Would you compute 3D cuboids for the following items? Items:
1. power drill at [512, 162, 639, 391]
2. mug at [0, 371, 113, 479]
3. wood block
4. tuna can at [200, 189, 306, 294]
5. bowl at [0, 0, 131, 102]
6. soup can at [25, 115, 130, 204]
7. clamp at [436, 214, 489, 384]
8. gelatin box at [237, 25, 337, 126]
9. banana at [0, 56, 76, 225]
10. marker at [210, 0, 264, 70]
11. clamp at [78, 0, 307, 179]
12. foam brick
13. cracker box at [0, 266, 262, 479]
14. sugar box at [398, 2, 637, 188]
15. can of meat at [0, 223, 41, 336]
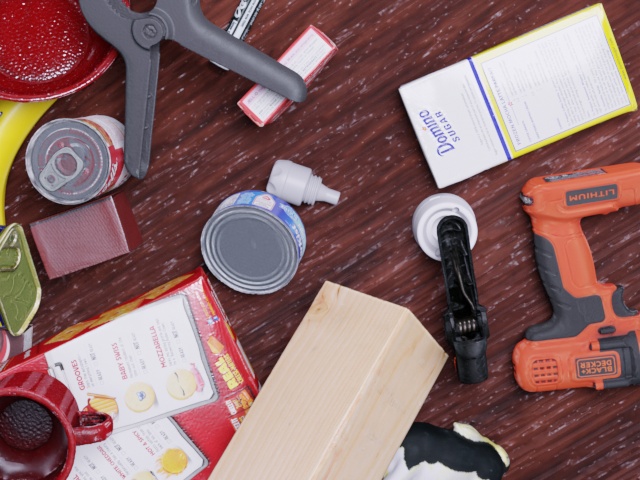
[{"bbox_3d":[0.247,0.033,0.896,0.184,0.057,0.187,-8,98,4],"label":"power drill"},{"bbox_3d":[-0.220,0.148,0.830,0.117,0.081,0.093,-7,98,-4],"label":"mug"},{"bbox_3d":[0.005,0.150,0.860,0.091,0.090,0.206,17,69,40],"label":"wood block"},{"bbox_3d":[-0.056,0.001,0.906,0.086,0.033,0.086,7,121,12],"label":"tuna can"},{"bbox_3d":[-0.237,-0.181,0.877,0.162,0.055,0.162,2,76,-8],"label":"bowl"},{"bbox_3d":[-0.195,-0.069,0.884,0.068,0.102,0.068,0,99,3],"label":"soup can"},{"bbox_3d":[0.118,0.074,0.861,0.039,0.120,0.171,-6,141,12],"label":"clamp"},{"bbox_3d":[-0.025,-0.134,0.879,0.030,0.073,0.089,43,98,-3],"label":"gelatin box"},{"bbox_3d":[-0.269,-0.071,0.924,0.069,0.037,0.198,12,103,-26],"label":"banana"},{"bbox_3d":[-0.057,-0.201,0.898,0.020,0.020,0.121,29,99,-1],"label":"marker"},{"bbox_3d":[-0.131,-0.155,0.823,0.165,0.036,0.210,-31,105,19],"label":"clamp"},{"bbox_3d":[-0.200,-0.006,0.919,0.078,0.053,0.051,-19,97,7],"label":"foam brick"},{"bbox_3d":[-0.162,0.142,0.913,0.213,0.072,0.164,-26,99,-3],"label":"cracker box"},{"bbox_3d":[0.162,-0.119,0.885,0.176,0.048,0.093,-21,97,10],"label":"sugar box"},{"bbox_3d":[-0.295,0.028,0.907,0.084,0.057,0.102,9,136,12],"label":"can of meat"}]
